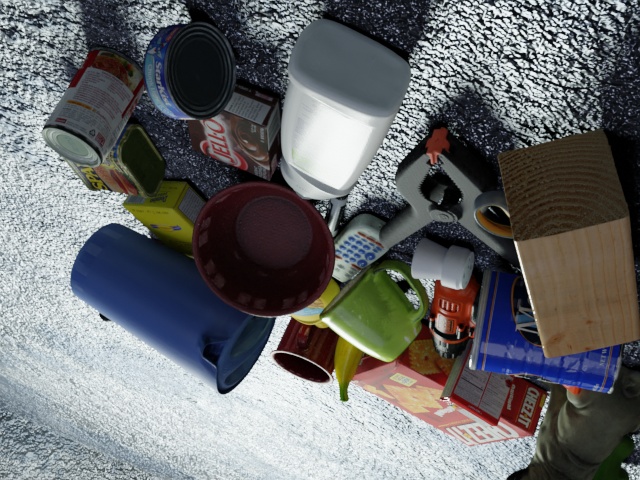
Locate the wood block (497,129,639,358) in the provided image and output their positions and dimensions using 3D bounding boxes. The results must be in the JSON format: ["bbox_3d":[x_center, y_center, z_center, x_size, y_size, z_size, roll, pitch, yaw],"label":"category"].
[{"bbox_3d":[0.217,0.010,0.918,0.090,0.091,0.206,-13,144,12],"label":"wood block"}]

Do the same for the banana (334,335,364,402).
[{"bbox_3d":[0.056,0.121,1.345,0.037,0.070,0.198,-8,141,-29],"label":"banana"}]

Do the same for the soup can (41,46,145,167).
[{"bbox_3d":[-0.225,-0.132,1.065,0.068,0.102,0.068,21,156,9],"label":"soup can"}]

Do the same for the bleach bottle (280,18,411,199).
[{"bbox_3d":[0.003,-0.099,0.969,0.102,0.068,0.251,26,158,-2],"label":"bleach bottle"}]

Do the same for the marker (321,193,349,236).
[{"bbox_3d":[0.017,-0.035,1.134,0.020,0.020,0.121,24,156,3],"label":"marker"}]

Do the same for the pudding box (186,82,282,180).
[{"bbox_3d":[-0.084,-0.112,1.049,0.090,0.039,0.113,22,156,9],"label":"pudding box"}]

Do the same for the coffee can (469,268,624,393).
[{"bbox_3d":[0.225,0.090,1.062,0.140,0.102,0.103,9,153,10],"label":"coffee can"}]

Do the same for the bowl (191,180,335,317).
[{"bbox_3d":[-0.058,0.001,1.181,0.162,0.055,0.162,5,114,11],"label":"bowl"}]

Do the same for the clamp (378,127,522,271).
[{"bbox_3d":[0.131,-0.033,1.010,0.165,0.036,0.210,12,153,12],"label":"clamp"}]

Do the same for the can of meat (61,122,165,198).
[{"bbox_3d":[-0.233,-0.094,1.208,0.084,0.057,0.102,10,153,24],"label":"can of meat"}]

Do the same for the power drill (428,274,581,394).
[{"bbox_3d":[0.211,0.109,1.197,0.188,0.057,0.184,18,155,15],"label":"power drill"}]

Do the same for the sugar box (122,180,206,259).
[{"bbox_3d":[-0.155,-0.007,1.322,0.094,0.048,0.176,5,148,40],"label":"sugar box"}]

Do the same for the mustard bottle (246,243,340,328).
[{"bbox_3d":[-0.031,0.053,1.310,0.096,0.058,0.191,-4,143,38],"label":"mustard bottle"}]

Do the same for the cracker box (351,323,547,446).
[{"bbox_3d":[0.159,0.191,1.395,0.213,0.072,0.164,30,156,-13],"label":"cracker box"}]

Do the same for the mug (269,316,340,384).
[{"bbox_3d":[-0.012,0.130,1.420,0.093,0.081,0.117,17,155,17],"label":"mug"}]

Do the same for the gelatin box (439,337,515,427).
[{"bbox_3d":[0.195,0.171,1.300,0.073,0.089,0.030,32,156,-15],"label":"gelatin box"}]

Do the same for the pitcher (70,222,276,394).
[{"bbox_3d":[-0.179,0.075,1.319,0.243,0.144,0.149,28,150,17],"label":"pitcher"}]

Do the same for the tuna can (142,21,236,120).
[{"bbox_3d":[-0.116,-0.150,0.947,0.034,0.086,0.086,6,150,39],"label":"tuna can"}]

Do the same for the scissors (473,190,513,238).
[{"bbox_3d":[0.226,-0.008,0.990,0.201,0.016,0.096,23,140,-33],"label":"scissors"}]
